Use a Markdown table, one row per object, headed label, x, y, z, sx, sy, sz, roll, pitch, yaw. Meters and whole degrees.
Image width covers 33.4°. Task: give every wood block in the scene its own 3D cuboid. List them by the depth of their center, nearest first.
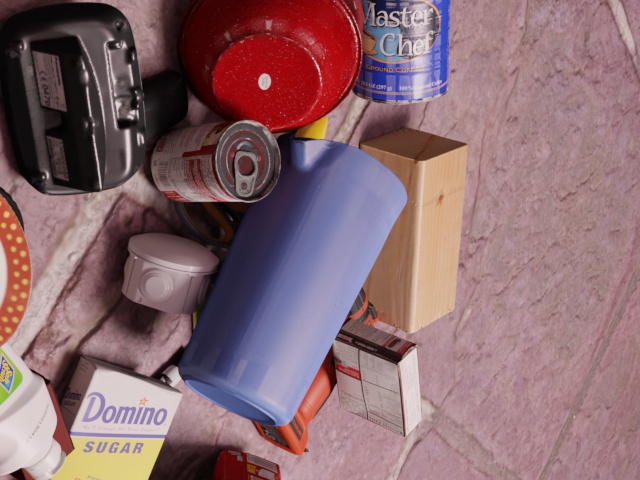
| label | x | y | z | sx | sy | sz | roll | pitch | yaw |
| --- | --- | --- | --- | --- | --- | --- | --- | --- | --- |
| wood block | 0.101 | -0.013 | 1.218 | 0.090 | 0.090 | 0.206 | -23 | 123 | -45 |

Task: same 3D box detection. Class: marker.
| label | x | y | z | sx | sy | sz | roll | pitch | yaw |
| --- | --- | --- | --- | --- | --- | --- | --- | --- | --- |
| marker | -0.157 | 0.145 | 1.010 | 0.121 | 0.020 | 0.020 | -45 | 137 | -32 |

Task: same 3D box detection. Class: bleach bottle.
| label | x | y | z | sx | sy | sz | roll | pitch | yaw |
| --- | --- | --- | --- | --- | --- | --- | --- | --- | --- |
| bleach bottle | -0.269 | 0.093 | 0.748 | 0.250 | 0.068 | 0.102 | 56 | 46 | -33 |

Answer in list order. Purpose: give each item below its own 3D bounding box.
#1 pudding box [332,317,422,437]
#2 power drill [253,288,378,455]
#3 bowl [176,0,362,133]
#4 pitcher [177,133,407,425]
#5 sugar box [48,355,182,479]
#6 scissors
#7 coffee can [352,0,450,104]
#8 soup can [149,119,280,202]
| label | x | y | z | sx | sy | sz | roll | pitch | yaw |
| --- | --- | --- | --- | --- | --- | --- | --- | --- | --- |
| pudding box | 0.061 | 0.147 | 1.142 | 0.039 | 0.090 | 0.113 | -43 | 139 | -37 |
| power drill | -0.007 | 0.126 | 1.167 | 0.187 | 0.057 | 0.184 | -50 | 140 | -26 |
| bowl | -0.044 | -0.147 | 0.904 | 0.055 | 0.162 | 0.162 | -89 | 168 | -51 |
| pitcher | -0.023 | 0.040 | 0.953 | 0.149 | 0.145 | 0.242 | 30 | 71 | -12 |
| sugar box | -0.198 | 0.199 | 0.939 | 0.093 | 0.048 | 0.176 | 24 | 88 | -35 |
| scissors | -0.057 | 0.001 | 1.016 | 0.201 | 0.016 | 0.096 | 41 | 58 | -27 |
| coffee can | 0.081 | -0.221 | 1.082 | 0.102 | 0.103 | 0.140 | -30 | 128 | -42 |
| soup can | -0.092 | -0.066 | 0.915 | 0.068 | 0.102 | 0.068 | -1 | 92 | -41 |
